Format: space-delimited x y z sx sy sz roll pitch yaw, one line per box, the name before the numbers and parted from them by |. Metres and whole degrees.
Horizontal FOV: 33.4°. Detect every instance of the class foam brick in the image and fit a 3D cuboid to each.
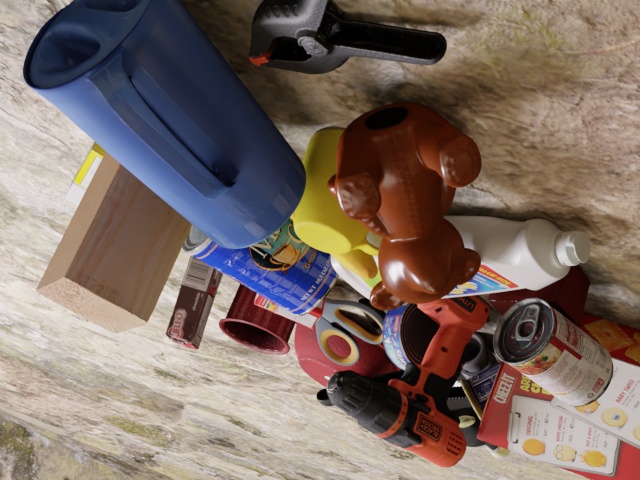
foam brick | 0.214 0.049 1.042 0.078 0.051 0.053 -2 148 41

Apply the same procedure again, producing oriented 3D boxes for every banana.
banana | -0.021 -0.033 1.036 0.198 0.069 0.037 38 113 -1

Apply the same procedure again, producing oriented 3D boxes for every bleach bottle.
bleach bottle | 0.135 0.012 1.020 0.251 0.068 0.102 -7 143 43

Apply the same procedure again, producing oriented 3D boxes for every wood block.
wood block | -0.176 -0.026 1.018 0.090 0.206 0.091 32 154 -22

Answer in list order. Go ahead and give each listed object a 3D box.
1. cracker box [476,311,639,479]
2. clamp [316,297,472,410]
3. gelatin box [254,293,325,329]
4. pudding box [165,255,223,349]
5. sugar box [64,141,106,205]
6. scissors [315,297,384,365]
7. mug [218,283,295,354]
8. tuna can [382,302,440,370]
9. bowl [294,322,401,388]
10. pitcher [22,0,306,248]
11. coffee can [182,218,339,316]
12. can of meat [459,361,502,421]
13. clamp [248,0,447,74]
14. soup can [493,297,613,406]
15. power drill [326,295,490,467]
cracker box | 0.292 0.167 1.123 0.214 0.072 0.164 19 124 9
clamp | 0.113 0.155 1.314 0.210 0.036 0.165 11 121 -5
gelatin box | -0.030 0.050 1.203 0.073 0.089 0.030 24 127 -9
pudding box | -0.152 0.073 1.302 0.039 0.113 0.090 18 169 1
sugar box | -0.217 -0.067 1.168 0.093 0.048 0.176 28 159 -14
scissors | -0.017 0.082 1.271 0.202 0.016 0.096 25 119 6
mug | -0.074 0.086 1.322 0.093 0.081 0.117 33 154 -24
tuna can | 0.111 0.106 1.205 0.086 0.086 0.034 36 154 -29
bowl | 0.024 0.158 1.395 0.162 0.055 0.162 27 158 12
pitcher | -0.114 -0.095 0.877 0.145 0.149 0.242 -2 144 39
coffee can | -0.057 0.001 1.104 0.140 0.102 0.103 32 154 -22
can of meat | 0.222 0.183 1.252 0.084 0.057 0.102 -29 139 6
clamp | 0.011 -0.155 0.800 0.120 0.039 0.172 37 158 -21
soup can | 0.221 0.107 1.009 0.102 0.068 0.069 35 153 -32
power drill | 0.099 0.126 1.133 0.184 0.187 0.057 34 155 -30
